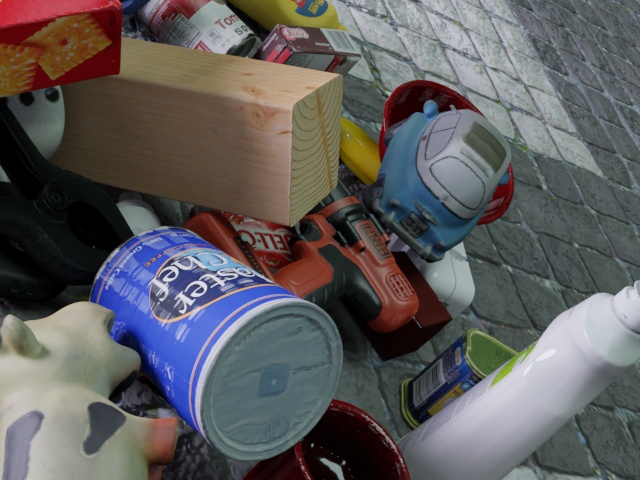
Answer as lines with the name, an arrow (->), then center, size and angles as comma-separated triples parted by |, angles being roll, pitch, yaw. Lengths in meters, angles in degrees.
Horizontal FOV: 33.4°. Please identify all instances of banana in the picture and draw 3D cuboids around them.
banana -> 0.074, -0.068, 1.087 | 0.198, 0.037, 0.069 | 41, 35, -2

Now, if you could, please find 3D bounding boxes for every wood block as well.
wood block -> -0.096, -0.086, 0.782 | 0.206, 0.091, 0.090 | 13, 27, 20

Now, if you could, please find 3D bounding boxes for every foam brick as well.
foam brick -> 0.063, 0.055, 0.920 | 0.051, 0.053, 0.078 | -11, 61, -51

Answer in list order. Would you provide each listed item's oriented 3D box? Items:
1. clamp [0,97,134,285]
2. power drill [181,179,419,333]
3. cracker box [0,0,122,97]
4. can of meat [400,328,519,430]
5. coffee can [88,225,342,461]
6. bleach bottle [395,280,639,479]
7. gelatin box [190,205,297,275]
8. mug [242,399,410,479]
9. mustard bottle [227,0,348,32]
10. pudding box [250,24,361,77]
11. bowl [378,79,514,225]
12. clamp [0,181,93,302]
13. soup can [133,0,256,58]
clamp -> -0.186, -0.017, 0.681 | 0.171, 0.039, 0.120 | 42, 45, -22
power drill -> -0.023, 0.003, 0.828 | 0.187, 0.057, 0.184 | -16, 65, -49
cracker box -> -0.250, -0.162, 0.665 | 0.213, 0.072, 0.164 | -15, 59, -22
can of meat -> 0.131, 0.129, 0.878 | 0.102, 0.084, 0.057 | 30, 35, -19
coffee can -> -0.069, 0.061, 0.671 | 0.102, 0.103, 0.140 | 8, 14, -42
bleach bottle -> 0.135, 0.117, 0.741 | 0.068, 0.251, 0.102 | 45, 33, 3
gelatin box -> -0.056, 0.001, 0.875 | 0.089, 0.030, 0.073 | 11, 45, -38
mug -> 0.008, 0.171, 0.700 | 0.117, 0.082, 0.093 | 36, 33, -11
mustard bottle -> -0.041, -0.258, 1.164 | 0.191, 0.058, 0.096 | 36, 30, -12
pudding box -> -0.024, -0.165, 1.045 | 0.113, 0.090, 0.039 | -6, 58, -51
bowl -> 0.112, -0.076, 1.050 | 0.161, 0.055, 0.162 | 19, 53, -28
clamp -> -0.230, -0.004, 0.688 | 0.164, 0.036, 0.209 | 51, 31, 11
soup can -> -0.119, -0.205, 1.010 | 0.102, 0.069, 0.068 | 45, 33, 2
